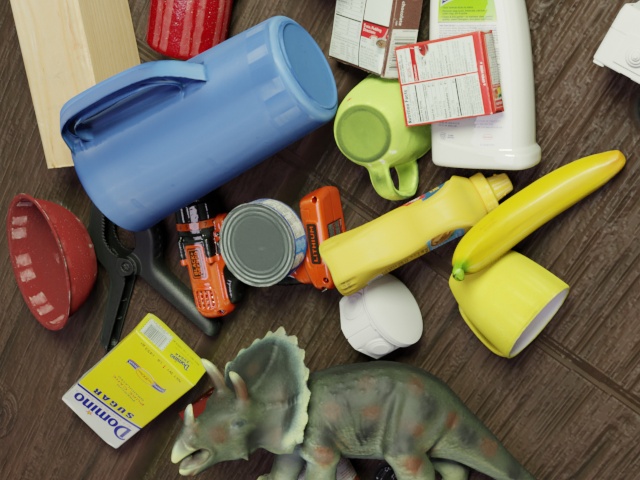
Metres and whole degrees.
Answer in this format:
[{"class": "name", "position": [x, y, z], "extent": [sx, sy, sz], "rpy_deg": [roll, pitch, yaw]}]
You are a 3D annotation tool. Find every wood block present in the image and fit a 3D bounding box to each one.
[{"class": "wood block", "position": [-0.254, -0.190, 1.142], "extent": [0.090, 0.090, 0.206], "rpy_deg": [-3, 104, 27]}]

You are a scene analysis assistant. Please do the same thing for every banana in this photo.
[{"class": "banana", "position": [0.191, -0.021, 0.978], "extent": [0.197, 0.070, 0.037], "rpy_deg": [-37, 110, -10]}]

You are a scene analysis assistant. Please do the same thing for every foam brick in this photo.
[{"class": "foam brick", "position": [-0.110, 0.190, 1.197], "extent": [0.053, 0.078, 0.051], "rpy_deg": [-32, 90, 27]}]

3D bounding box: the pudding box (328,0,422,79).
[{"class": "pudding box", "position": [0.053, -0.216, 1.000], "extent": [0.090, 0.039, 0.113], "rpy_deg": [32, 119, 49]}]

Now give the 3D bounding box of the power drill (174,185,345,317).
[{"class": "power drill", "position": [-0.068, -0.012, 1.130], "extent": [0.188, 0.057, 0.184], "rpy_deg": [-4, 104, 28]}]

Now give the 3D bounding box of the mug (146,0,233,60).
[{"class": "mug", "position": [-0.137, -0.236, 1.082], "extent": [0.117, 0.093, 0.081], "rpy_deg": [41, 128, 44]}]

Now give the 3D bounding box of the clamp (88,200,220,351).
[{"class": "clamp", "position": [-0.219, 0.032, 1.223], "extent": [0.165, 0.036, 0.210], "rpy_deg": [-18, 101, 28]}]

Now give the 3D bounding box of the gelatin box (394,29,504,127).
[{"class": "gelatin box", "position": [0.113, -0.143, 0.947], "extent": [0.089, 0.030, 0.073], "rpy_deg": [-5, 99, 34]}]

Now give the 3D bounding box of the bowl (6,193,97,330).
[{"class": "bowl", "position": [-0.303, 0.019, 1.228], "extent": [0.162, 0.055, 0.162], "rpy_deg": [27, 124, 47]}]

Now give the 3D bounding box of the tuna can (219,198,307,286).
[{"class": "tuna can", "position": [-0.057, 0.001, 1.075], "extent": [0.086, 0.033, 0.086], "rpy_deg": [6, 105, 25]}]

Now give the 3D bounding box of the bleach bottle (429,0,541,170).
[{"class": "bleach bottle", "position": [0.150, -0.193, 0.969], "extent": [0.103, 0.068, 0.251], "rpy_deg": [5, 105, 26]}]

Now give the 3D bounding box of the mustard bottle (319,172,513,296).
[{"class": "mustard bottle", "position": [0.095, -0.013, 1.021], "extent": [0.191, 0.096, 0.058], "rpy_deg": [-27, 83, 4]}]

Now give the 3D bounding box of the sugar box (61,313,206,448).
[{"class": "sugar box", "position": [-0.218, 0.167, 1.240], "extent": [0.093, 0.048, 0.176], "rpy_deg": [45, 124, -5]}]

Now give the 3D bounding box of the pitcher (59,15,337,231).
[{"class": "pitcher", "position": [-0.115, -0.116, 1.008], "extent": [0.243, 0.149, 0.145], "rpy_deg": [-25, 101, 25]}]
